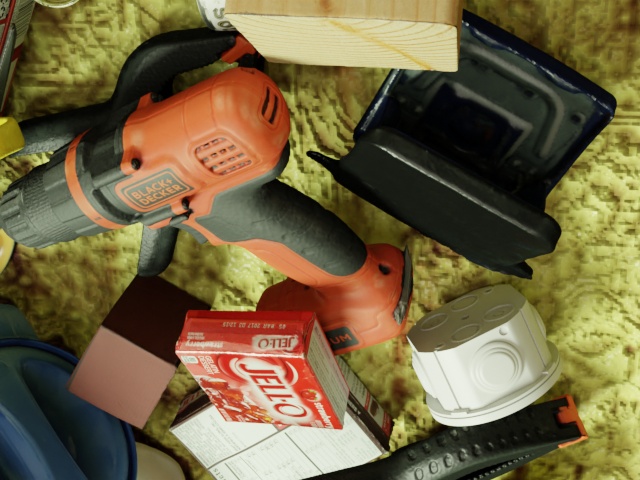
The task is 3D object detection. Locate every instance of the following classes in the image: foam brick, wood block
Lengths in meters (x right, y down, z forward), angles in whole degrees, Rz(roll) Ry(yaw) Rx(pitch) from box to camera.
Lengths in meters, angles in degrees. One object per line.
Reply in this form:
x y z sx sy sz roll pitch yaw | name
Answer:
-0.107 0.063 0.637 0.051 0.078 0.053 31 117 -4 | foam brick
0.021 -0.183 0.441 0.090 0.090 0.206 4 89 8 | wood block

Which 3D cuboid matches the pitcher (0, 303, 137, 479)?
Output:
-0.236 0.159 0.673 0.145 0.149 0.243 45 127 -13 | pitcher

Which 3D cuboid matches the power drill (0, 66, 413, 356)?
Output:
-0.054 0.001 0.567 0.185 0.057 0.187 -18 138 35 | power drill

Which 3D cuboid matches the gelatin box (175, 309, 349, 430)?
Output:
-0.030 0.072 0.587 0.073 0.030 0.089 1 146 17 | gelatin box

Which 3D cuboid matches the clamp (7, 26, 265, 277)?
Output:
-0.100 -0.066 0.596 0.120 0.039 0.172 33 119 -12 | clamp

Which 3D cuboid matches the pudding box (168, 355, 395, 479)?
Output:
-0.024 0.117 0.672 0.114 0.039 0.090 -32 107 24 | pudding box

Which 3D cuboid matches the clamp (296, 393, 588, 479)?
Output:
0.052 0.140 0.629 0.210 0.164 0.036 -25 68 13 | clamp
